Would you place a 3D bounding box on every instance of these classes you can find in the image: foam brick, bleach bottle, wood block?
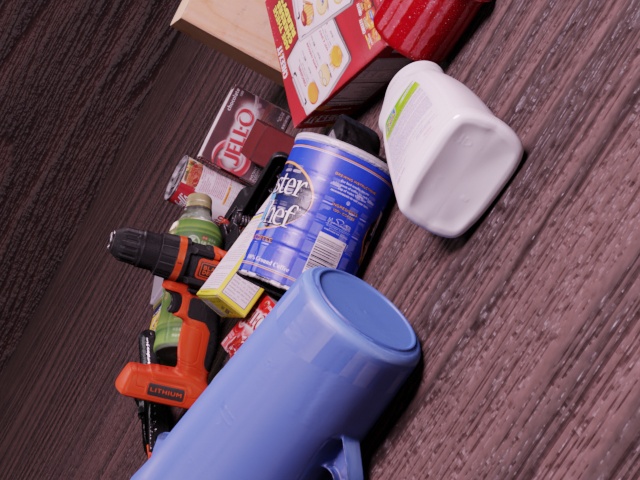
[{"bbox_3d":[-0.065,-0.120,1.376,0.051,0.053,0.078,-62,18,5],"label":"foam brick"},{"bbox_3d":[0.094,-0.099,0.888,0.103,0.068,0.251,-56,17,21],"label":"bleach bottle"},{"bbox_3d":[-0.072,-0.265,1.346,0.090,0.206,0.091,-64,17,-2],"label":"wood block"}]

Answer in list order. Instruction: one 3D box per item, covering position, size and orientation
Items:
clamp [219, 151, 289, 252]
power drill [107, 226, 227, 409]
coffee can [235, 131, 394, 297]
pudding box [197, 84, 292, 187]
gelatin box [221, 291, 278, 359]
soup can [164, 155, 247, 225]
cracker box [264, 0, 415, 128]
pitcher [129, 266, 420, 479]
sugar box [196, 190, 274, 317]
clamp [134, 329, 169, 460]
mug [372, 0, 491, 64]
[{"bbox_3d":[-0.094,-0.015,1.338,0.210,0.036,0.164,157,130,-69],"label":"clamp"},{"bbox_3d":[-0.168,0.087,1.198,0.057,0.184,0.188,-137,64,-72],"label":"power drill"},{"bbox_3d":[-0.002,-0.013,0.970,0.140,0.102,0.103,-66,18,-7],"label":"coffee can"},{"bbox_3d":[-0.104,-0.142,1.453,0.113,0.090,0.039,-66,17,-8],"label":"pudding box"},{"bbox_3d":[-0.063,0.096,1.088,0.073,0.030,0.089,-52,19,1],"label":"gelatin box"},{"bbox_3d":[-0.155,-0.065,1.469,0.069,0.102,0.068,-53,20,30],"label":"soup can"},{"bbox_3d":[0.028,-0.237,1.149,0.214,0.072,0.164,-34,66,58],"label":"cracker box"},{"bbox_3d":[-0.028,0.148,0.808,0.243,0.149,0.145,-54,5,19],"label":"pitcher"},{"bbox_3d":[-0.057,0.002,1.145,0.176,0.048,0.093,-52,14,-15],"label":"sugar box"},{"bbox_3d":[-0.205,0.193,1.303,0.171,0.039,0.120,-122,30,-57],"label":"clamp"},{"bbox_3d":[0.098,-0.227,0.998,0.082,0.093,0.117,-57,36,35],"label":"mug"}]
